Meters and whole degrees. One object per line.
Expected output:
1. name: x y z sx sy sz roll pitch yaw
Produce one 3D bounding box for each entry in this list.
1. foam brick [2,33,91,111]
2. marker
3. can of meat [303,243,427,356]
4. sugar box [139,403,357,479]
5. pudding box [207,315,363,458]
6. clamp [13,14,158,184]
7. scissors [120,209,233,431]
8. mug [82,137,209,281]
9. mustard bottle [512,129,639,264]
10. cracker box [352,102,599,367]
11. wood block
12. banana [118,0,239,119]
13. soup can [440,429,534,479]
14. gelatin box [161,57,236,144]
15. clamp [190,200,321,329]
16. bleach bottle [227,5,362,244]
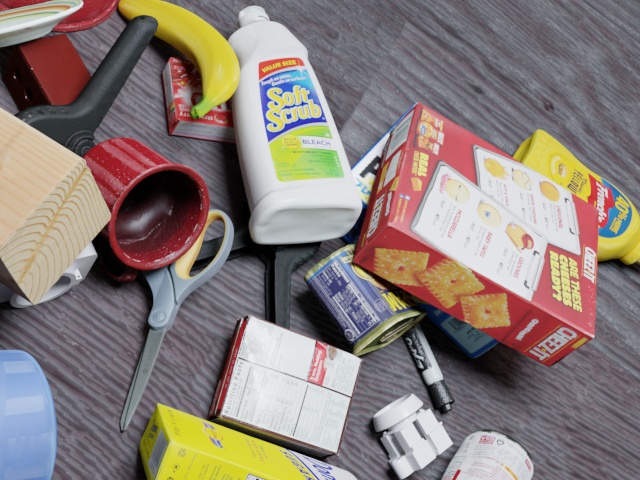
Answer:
1. foam brick: -0.234 -0.132 0.933 0.051 0.053 0.078 -23 74 -37
2. marker: 0.095 0.104 1.000 0.020 0.020 0.121 -10 67 -34
3. can of meat: 0.040 0.051 0.959 0.084 0.057 0.102 54 19 13
4. sugar box: -0.047 0.184 0.820 0.176 0.093 0.048 20 94 -17
5. pudding box: -0.028 0.123 0.892 0.113 0.039 0.090 22 71 -15
6. clamp: -0.201 -0.089 0.890 0.209 0.164 0.036 -24 31 -31
7. scissors: -0.144 0.053 0.888 0.096 0.016 0.201 22 68 25
8. mug: -0.155 -0.024 0.879 0.093 0.117 0.082 0 25 -43
9. mustard bottle: 0.292 -0.033 1.174 0.191 0.058 0.096 36 50 -6
10. cracker box: 0.146 -0.005 0.970 0.213 0.072 0.164 29 47 -14
11. wood block: -0.269 -0.055 0.782 0.206 0.090 0.090 31 68 18
12. banana: -0.123 -0.181 0.992 0.069 0.037 0.198 -9 42 -29
13. soup can: 0.135 0.221 0.920 0.068 0.069 0.102 42 49 -2
14. gelatin box: -0.104 -0.133 1.024 0.089 0.030 0.073 5 59 -27
15. clamp: -0.056 0.001 0.964 0.120 0.039 0.171 34 53 -14
16. bleach bottle: -0.043 -0.117 0.986 0.102 0.068 0.251 -3 57 -24
